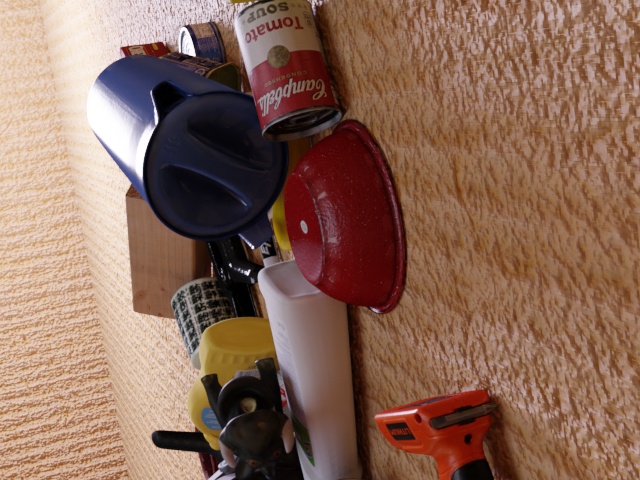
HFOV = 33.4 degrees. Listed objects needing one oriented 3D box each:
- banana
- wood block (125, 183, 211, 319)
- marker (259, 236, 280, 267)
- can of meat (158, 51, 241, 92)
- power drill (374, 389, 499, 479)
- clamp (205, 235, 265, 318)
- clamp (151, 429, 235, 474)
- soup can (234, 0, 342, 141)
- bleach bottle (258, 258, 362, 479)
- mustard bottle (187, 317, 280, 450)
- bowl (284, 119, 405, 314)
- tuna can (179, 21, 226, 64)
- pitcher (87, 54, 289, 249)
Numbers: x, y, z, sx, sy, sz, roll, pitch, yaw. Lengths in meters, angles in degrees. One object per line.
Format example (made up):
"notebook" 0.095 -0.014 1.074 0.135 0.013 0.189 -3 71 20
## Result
"banana" -0.031 -0.062 0.989 0.070 0.037 0.198 -127 31 -49
"wood block" -0.194 0.000 1.395 0.090 0.090 0.206 -74 -8 -47
"marker" -0.057 0.001 1.139 0.020 0.020 0.121 130 126 -68
"can of meat" -0.134 -0.149 1.161 0.084 0.057 0.102 20 126 33
"power drill" 0.095 0.203 0.743 0.185 0.057 0.188 144 110 -67
"clamp" -0.097 0.038 1.252 0.165 0.036 0.210 96 155 -45
"clamp" -0.106 0.231 1.299 0.039 0.171 0.120 97 -161 -54
"soup can" -0.027 -0.141 0.878 0.069 0.068 0.102 135 122 -69
"bleach bottle" -0.002 0.149 0.997 0.103 0.068 0.251 -133 33 -65
"mustard bottle" -0.099 0.171 1.202 0.058 0.096 0.192 -118 34 -41
"bowl" 0.011 -0.014 0.864 0.162 0.055 0.162 169 90 -72
"tuna can" -0.135 -0.206 1.220 0.086 0.033 0.086 168 90 -72
"pitcher" -0.132 -0.091 1.001 0.243 0.144 0.149 37 120 57
